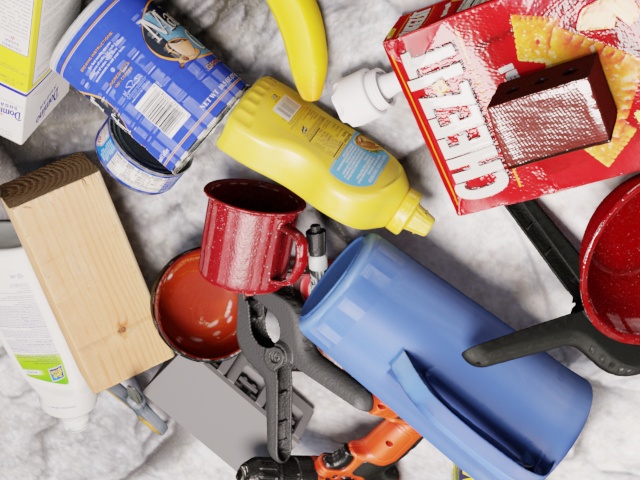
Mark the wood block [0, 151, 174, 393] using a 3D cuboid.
[{"bbox_3d":[-0.228,0.031,1.040,0.090,0.090,0.206,-25,115,-16],"label":"wood block"}]

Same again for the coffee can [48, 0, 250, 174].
[{"bbox_3d":[-0.145,-0.141,0.916,0.140,0.102,0.103,41,125,-6],"label":"coffee can"}]

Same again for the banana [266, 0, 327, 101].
[{"bbox_3d":[-0.046,-0.206,0.873,0.070,0.037,0.197,-36,108,18],"label":"banana"}]

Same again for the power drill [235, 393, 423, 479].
[{"bbox_3d":[0.031,0.196,1.035,0.184,0.057,0.188,11,132,-32],"label":"power drill"}]

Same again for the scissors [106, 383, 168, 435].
[{"bbox_3d":[-0.205,0.158,1.111,0.096,0.016,0.202,33,162,19],"label":"scissors"}]

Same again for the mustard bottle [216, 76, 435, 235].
[{"bbox_3d":[0.013,-0.062,0.906,0.191,0.096,0.058,32,125,1],"label":"mustard bottle"}]

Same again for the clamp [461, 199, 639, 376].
[{"bbox_3d":[0.218,0.064,0.886,0.210,0.164,0.036,27,157,-6],"label":"clamp"}]

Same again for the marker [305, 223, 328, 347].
[{"bbox_3d":[0.000,0.042,0.976,0.020,0.020,0.121,3,114,19],"label":"marker"}]

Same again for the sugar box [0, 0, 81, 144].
[{"bbox_3d":[-0.246,-0.176,0.921,0.048,0.093,0.176,27,137,-1],"label":"sugar box"}]

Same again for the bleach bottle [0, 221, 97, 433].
[{"bbox_3d":[-0.304,0.102,1.150,0.103,0.068,0.251,1,122,21],"label":"bleach bottle"}]

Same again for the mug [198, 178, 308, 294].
[{"bbox_3d":[-0.056,0.001,0.957,0.117,0.093,0.081,25,114,34],"label":"mug"}]

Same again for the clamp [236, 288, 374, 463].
[{"bbox_3d":[-0.022,0.106,0.977,0.120,0.039,0.171,-25,79,24],"label":"clamp"}]

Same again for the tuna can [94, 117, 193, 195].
[{"bbox_3d":[-0.160,-0.084,0.967,0.086,0.086,0.034,41,127,-6],"label":"tuna can"}]

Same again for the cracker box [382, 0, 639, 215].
[{"bbox_3d":[0.177,-0.123,0.820,0.214,0.072,0.164,-15,112,29],"label":"cracker box"}]

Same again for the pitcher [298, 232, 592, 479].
[{"bbox_3d":[0.103,0.108,0.915,0.242,0.145,0.149,38,156,-7],"label":"pitcher"}]

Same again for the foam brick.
[{"bbox_3d":[0.167,-0.093,0.766,0.078,0.053,0.051,-15,113,29],"label":"foam brick"}]
